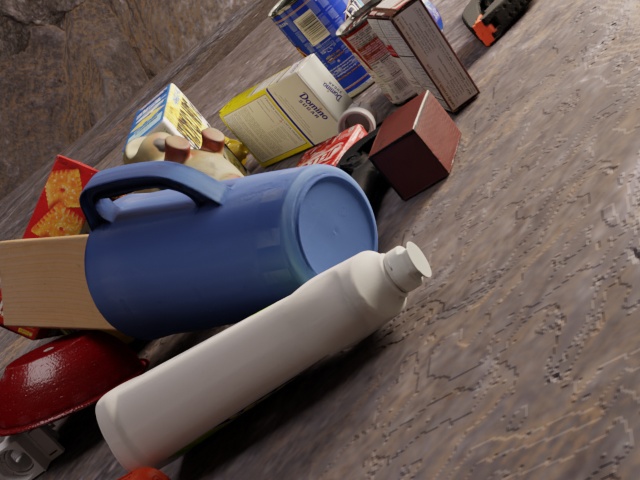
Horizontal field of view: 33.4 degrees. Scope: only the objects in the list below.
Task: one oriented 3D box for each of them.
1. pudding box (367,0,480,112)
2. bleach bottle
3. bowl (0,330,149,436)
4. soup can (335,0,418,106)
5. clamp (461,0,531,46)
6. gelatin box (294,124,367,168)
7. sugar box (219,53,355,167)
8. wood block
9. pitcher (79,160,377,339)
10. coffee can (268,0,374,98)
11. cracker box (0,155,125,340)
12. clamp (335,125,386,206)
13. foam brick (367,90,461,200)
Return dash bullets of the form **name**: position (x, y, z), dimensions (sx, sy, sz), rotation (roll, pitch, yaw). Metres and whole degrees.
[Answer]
- **pudding box**: position (0.098, -0.180, 1.025), dimensions (0.039, 0.113, 0.090), rotation (-39, 18, -2)
- **bleach bottle**: position (-0.035, 0.076, 0.751), dimensions (0.251, 0.068, 0.102), rotation (-33, -5, 22)
- **bowl**: position (-0.250, 0.128, 1.032), dimensions (0.162, 0.055, 0.162), rotation (-22, 7, 3)
- **soup can**: position (0.074, -0.204, 1.148), dimensions (0.068, 0.102, 0.068), rotation (-37, 18, 14)
- **clamp**: position (0.212, -0.283, 1.154), dimensions (0.165, 0.036, 0.209), rotation (-28, 24, 37)
- **gelatin box**: position (0.005, -0.077, 1.109), dimensions (0.089, 0.030, 0.073), rotation (-24, 25, 45)
- **sugar box**: position (-0.039, -0.153, 1.284), dimensions (0.177, 0.093, 0.048), rotation (-18, 29, 50)
- **wood block**: position (-0.225, 0.039, 1.055), dimensions (0.207, 0.091, 0.090), rotation (-3, 0, 44)
- **pitcher**: position (-0.081, 0.002, 0.880), dimensions (0.243, 0.145, 0.148), rotation (-10, -5, 42)
- **coffee can**: position (0.018, -0.260, 1.338), dimensions (0.103, 0.140, 0.103), rotation (-37, 18, 14)
- **cracker box**: position (-0.323, 0.011, 1.326), dimensions (0.164, 0.072, 0.214), rotation (94, -160, -87)
- **clamp**: position (0.040, -0.058, 0.980), dimensions (0.171, 0.039, 0.120), rotation (-45, 32, -21)
- **foam brick**: position (0.083, -0.083, 0.926), dimensions (0.053, 0.051, 0.078), rotation (-31, 20, 32)
